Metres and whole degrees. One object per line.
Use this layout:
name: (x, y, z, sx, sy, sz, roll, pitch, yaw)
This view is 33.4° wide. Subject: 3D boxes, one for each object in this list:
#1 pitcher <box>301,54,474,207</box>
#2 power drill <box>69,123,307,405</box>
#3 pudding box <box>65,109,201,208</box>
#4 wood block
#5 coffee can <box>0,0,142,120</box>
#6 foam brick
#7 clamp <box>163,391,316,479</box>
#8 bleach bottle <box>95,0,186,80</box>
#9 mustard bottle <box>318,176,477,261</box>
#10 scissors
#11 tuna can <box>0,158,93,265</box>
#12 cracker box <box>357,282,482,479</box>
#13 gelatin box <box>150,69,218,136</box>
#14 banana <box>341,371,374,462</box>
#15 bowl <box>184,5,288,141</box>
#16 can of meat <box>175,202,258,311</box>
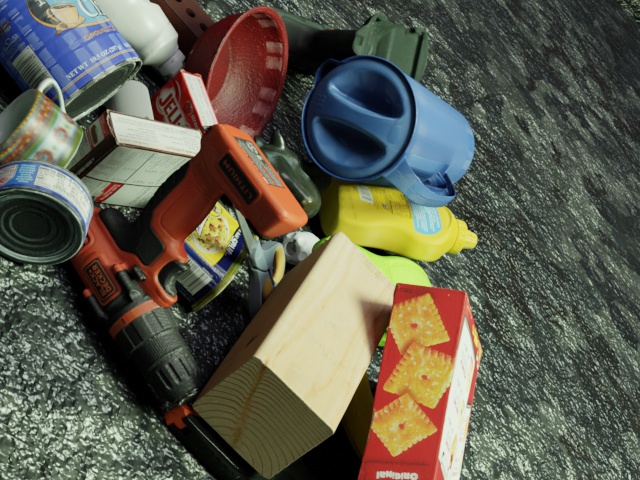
pitcher: (0.094, -0.112, 1.208, 0.242, 0.145, 0.149, 8, 89, -63)
power drill: (-0.104, 0.013, 0.852, 0.184, 0.188, 0.057, 55, 14, 12)
pudding box: (-0.169, -0.069, 0.946, 0.113, 0.090, 0.039, 5, 56, -52)
wood block: (-0.014, 0.092, 0.919, 0.090, 0.091, 0.205, 45, 35, -7)
coffee can: (-0.242, -0.185, 0.948, 0.140, 0.103, 0.102, 53, 30, -2)
foam brick: (-0.157, -0.235, 1.167, 0.078, 0.051, 0.053, 47, 31, -13)
clamp: (-0.042, 0.166, 0.933, 0.209, 0.036, 0.164, 29, 45, -32)
bleach bottle: (-0.223, -0.262, 1.071, 0.250, 0.068, 0.102, 49, 10, -21)
mustard bottle: (0.095, -0.021, 1.234, 0.191, 0.058, 0.096, 14, 33, -19)
scissors: (-0.056, 0.001, 0.976, 0.096, 0.016, 0.202, -72, 163, -45)
tuna can: (-0.222, -0.020, 0.827, 0.086, 0.086, 0.033, 36, 37, -29)
cracker box: (0.087, 0.165, 0.941, 0.164, 0.072, 0.213, 61, 40, -64)
gelatin box: (-0.138, -0.111, 1.047, 0.030, 0.073, 0.089, 7, 54, -51)
banana: (0.060, 0.186, 1.040, 0.069, 0.037, 0.198, -35, 83, -22)
bowl: (-0.098, -0.175, 1.134, 0.055, 0.162, 0.161, 21, 22, 22)
can of meat: (-0.115, 0.002, 0.982, 0.084, 0.058, 0.102, 46, 31, -11)
